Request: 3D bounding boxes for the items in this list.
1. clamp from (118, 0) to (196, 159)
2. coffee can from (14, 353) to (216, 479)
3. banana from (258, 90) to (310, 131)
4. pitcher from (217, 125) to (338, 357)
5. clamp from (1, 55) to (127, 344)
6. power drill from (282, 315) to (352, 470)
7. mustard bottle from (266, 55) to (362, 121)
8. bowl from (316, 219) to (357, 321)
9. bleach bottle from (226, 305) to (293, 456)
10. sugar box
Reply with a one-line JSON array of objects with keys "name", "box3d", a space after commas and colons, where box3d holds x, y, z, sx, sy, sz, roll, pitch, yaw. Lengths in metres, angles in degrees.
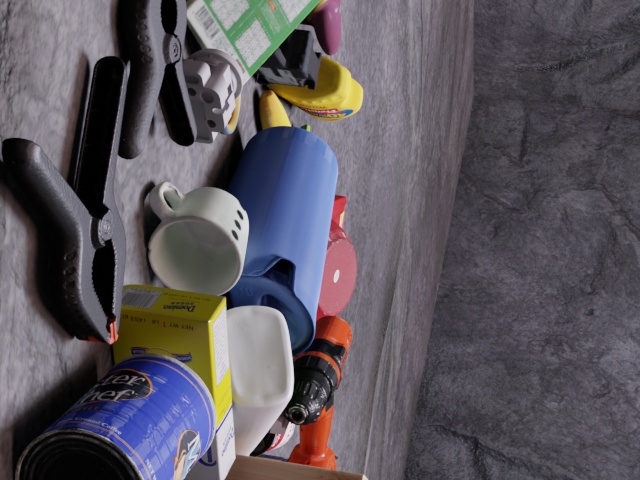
[{"name": "clamp", "box3d": [-0.130, -0.150, 0.873, 0.120, 0.039, 0.171, -11, 107, -78]}, {"name": "coffee can", "box3d": [-0.149, 0.158, 0.803, 0.140, 0.103, 0.103, -48, 143, -68]}, {"name": "banana", "box3d": [-0.043, -0.125, 1.293, 0.197, 0.037, 0.069, 32, 48, -78]}, {"name": "pitcher", "box3d": [-0.057, 0.001, 1.115, 0.242, 0.149, 0.145, -77, 152, -43]}, {"name": "clamp", "box3d": [-0.173, -0.012, 0.759, 0.164, 0.036, 0.210, -57, 152, -64]}, {"name": "power drill", "box3d": [-0.010, 0.192, 1.110, 0.184, 0.057, 0.188, -58, 158, -64]}, {"name": "mustard bottle", "box3d": [0.001, -0.184, 1.313, 0.191, 0.096, 0.058, 11, 85, -78]}, {"name": "bowl", "box3d": [-0.003, 0.039, 1.255, 0.161, 0.055, 0.162, -24, 118, -54]}, {"name": "bleach bottle", "box3d": [-0.086, 0.160, 1.062, 0.251, 0.068, 0.102, 118, -33, -59]}, {"name": "sugar box", "box3d": [-0.125, 0.125, 0.915, 0.048, 0.093, 0.176, -57, 151, -58]}]
